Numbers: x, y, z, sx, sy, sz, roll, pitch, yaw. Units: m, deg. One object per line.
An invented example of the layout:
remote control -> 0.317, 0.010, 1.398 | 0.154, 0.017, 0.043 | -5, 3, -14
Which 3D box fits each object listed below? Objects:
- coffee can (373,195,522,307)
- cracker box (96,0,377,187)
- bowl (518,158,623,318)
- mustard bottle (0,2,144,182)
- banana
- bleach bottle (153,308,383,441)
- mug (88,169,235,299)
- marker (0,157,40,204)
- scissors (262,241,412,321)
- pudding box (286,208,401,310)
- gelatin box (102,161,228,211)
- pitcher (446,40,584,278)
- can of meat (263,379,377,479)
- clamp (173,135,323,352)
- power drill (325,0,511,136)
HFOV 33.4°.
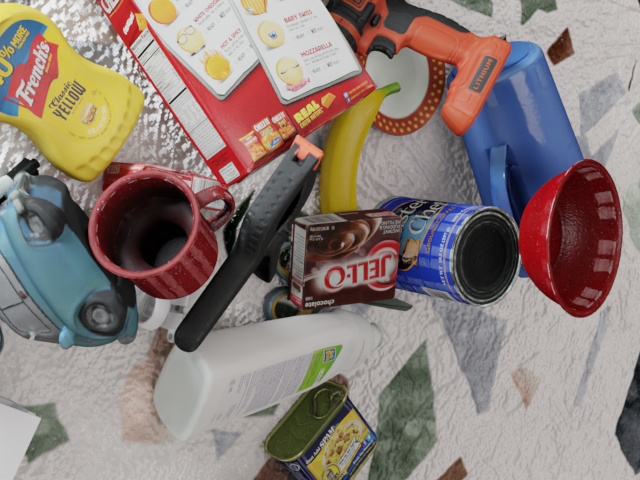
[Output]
coffee can -> 0.125, 0.009, 1.119 | 0.102, 0.141, 0.103 | -6, 100, -37
cracker box -> -0.075, -0.177, 0.943 | 0.164, 0.072, 0.213 | -37, 96, -29
bowl -> 0.250, -0.003, 1.096 | 0.161, 0.055, 0.162 | -5, 96, -48
mustard bottle -> -0.240, -0.136, 0.870 | 0.191, 0.058, 0.096 | 38, 78, -34
banana -> 0.033, -0.070, 1.091 | 0.069, 0.037, 0.198 | 10, 100, -17
bleach bottle -> -0.037, 0.121, 1.054 | 0.250, 0.068, 0.103 | -9, 137, -42
mug -> -0.123, -0.007, 0.880 | 0.117, 0.093, 0.081 | -33, 157, -2
marker -> -0.279, -0.028, 0.880 | 0.121, 0.020, 0.020 | -44, 120, -24
scissors -> 0.014, 0.070, 1.122 | 0.201, 0.016, 0.096 | 34, 78, -35
pudding box -> 0.024, 0.018, 1.071 | 0.113, 0.039, 0.090 | -5, 109, -26
gelatin box -> -0.138, -0.049, 0.951 | 0.089, 0.073, 0.030 | 11, 89, -37
pitcher -> 0.224, -0.087, 1.181 | 0.145, 0.149, 0.243 | -27, 114, -8
can of meat -> 0.004, 0.210, 1.109 | 0.102, 0.058, 0.084 | -48, 124, -22
clamp -> -0.056, 0.001, 0.942 | 0.164, 0.036, 0.210 | -47, 169, -49
power drill -> 0.080, -0.183, 1.057 | 0.187, 0.057, 0.184 | 31, 73, -2
